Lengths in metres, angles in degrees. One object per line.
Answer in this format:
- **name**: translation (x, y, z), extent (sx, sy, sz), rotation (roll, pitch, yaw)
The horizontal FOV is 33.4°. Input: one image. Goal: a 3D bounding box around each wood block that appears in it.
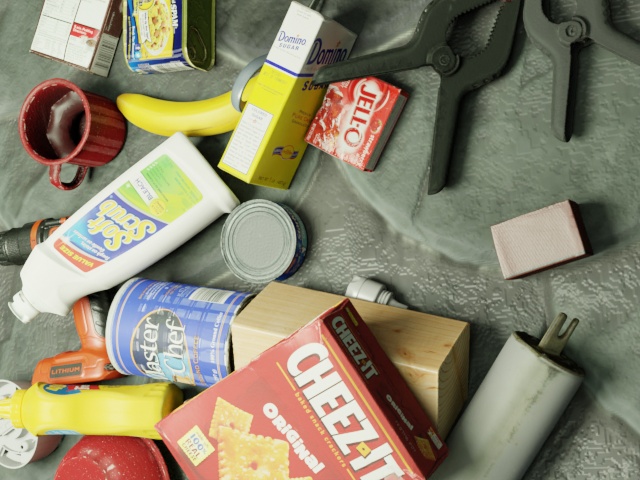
- **wood block**: translation (0.029, 0.114, 1.011), extent (0.206, 0.090, 0.091), rotation (10, 120, 23)

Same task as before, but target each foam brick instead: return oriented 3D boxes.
- **foam brick**: translation (0.202, 0.001, 0.975), extent (0.078, 0.053, 0.051), rotation (-20, 81, 20)

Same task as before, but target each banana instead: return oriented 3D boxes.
- **banana**: translation (-0.132, -0.141, 1.135), extent (0.198, 0.037, 0.069), rotation (-9, 56, 20)

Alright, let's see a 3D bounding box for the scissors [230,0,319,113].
- **scissors**: translation (-0.036, -0.201, 1.067), extent (0.016, 0.096, 0.202), rotation (27, 102, 25)

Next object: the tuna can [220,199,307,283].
- **tuna can**: translation (-0.057, 0.001, 1.096), extent (0.086, 0.033, 0.086), rotation (-1, 88, 23)

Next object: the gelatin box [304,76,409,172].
- **gelatin box**: translation (0.036, -0.123, 1.062), extent (0.073, 0.030, 0.089), rotation (29, 100, 21)

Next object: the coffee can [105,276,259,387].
- **coffee can**: translation (-0.132, 0.096, 1.087), extent (0.140, 0.102, 0.103), rotation (6, 90, 23)

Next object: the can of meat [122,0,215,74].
- **can of meat**: translation (-0.162, -0.229, 1.138), extent (0.084, 0.057, 0.102), rotation (-2, 87, 25)

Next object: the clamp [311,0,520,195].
- **clamp**: translation (0.120, -0.158, 1.012), extent (0.210, 0.036, 0.164), rotation (-40, 92, 4)

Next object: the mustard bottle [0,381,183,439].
- **mustard bottle**: translation (-0.245, 0.177, 1.113), extent (0.191, 0.096, 0.058), rotation (-1, 86, 7)

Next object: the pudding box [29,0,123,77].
- **pudding box**: translation (-0.267, -0.250, 1.194), extent (0.090, 0.039, 0.113), rotation (21, 94, 23)

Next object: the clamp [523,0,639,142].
- **clamp**: translation (0.245, -0.187, 0.970), extent (0.120, 0.039, 0.171), rotation (-20, 80, 20)

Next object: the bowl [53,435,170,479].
- **bowl**: translation (-0.236, 0.275, 1.136), extent (0.162, 0.055, 0.162), rotation (-4, 82, 33)

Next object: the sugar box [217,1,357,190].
- **sugar box**: translation (-0.030, -0.140, 1.058), extent (0.048, 0.093, 0.176), rotation (31, 100, 21)

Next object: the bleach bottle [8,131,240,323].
- **bleach bottle**: translation (-0.211, 0.002, 1.103), extent (0.251, 0.068, 0.102), rotation (-39, 78, -2)

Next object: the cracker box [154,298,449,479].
- **cracker box**: translation (-0.021, 0.177, 0.951), extent (0.214, 0.072, 0.164), rotation (-35, 88, 29)

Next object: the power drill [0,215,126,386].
- **power drill**: translation (-0.286, 0.066, 1.179), extent (0.185, 0.057, 0.187), rotation (-8, 85, 23)

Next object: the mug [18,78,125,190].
- **mug**: translation (-0.268, -0.112, 1.165), extent (0.093, 0.081, 0.117), rotation (8, 91, 23)
